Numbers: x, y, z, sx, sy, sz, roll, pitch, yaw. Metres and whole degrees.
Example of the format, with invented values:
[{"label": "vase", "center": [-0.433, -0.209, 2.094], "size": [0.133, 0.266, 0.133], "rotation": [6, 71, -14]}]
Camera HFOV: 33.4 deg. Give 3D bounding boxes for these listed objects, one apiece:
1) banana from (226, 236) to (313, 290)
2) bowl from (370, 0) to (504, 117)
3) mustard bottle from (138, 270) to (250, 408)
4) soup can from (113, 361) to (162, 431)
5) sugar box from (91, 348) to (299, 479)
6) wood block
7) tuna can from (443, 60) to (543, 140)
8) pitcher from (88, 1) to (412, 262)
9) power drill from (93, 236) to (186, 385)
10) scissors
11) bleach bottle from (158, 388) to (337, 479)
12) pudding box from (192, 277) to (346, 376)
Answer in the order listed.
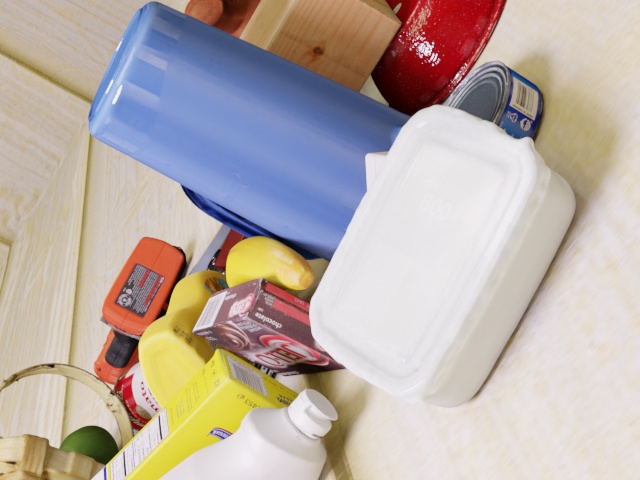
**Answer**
[{"label": "banana", "center": [-0.044, 0.027, 0.853], "size": [0.037, 0.069, 0.198], "rotation": [-52, -2, -16]}, {"label": "bowl", "center": [0.085, -0.182, 0.893], "size": [0.162, 0.055, 0.162], "rotation": [-50, 24, 31]}, {"label": "mustard bottle", "center": [-0.097, 0.079, 0.933], "size": [0.058, 0.096, 0.191], "rotation": [-25, 16, 18]}, {"label": "soup can", "center": [-0.152, 0.143, 1.034], "size": [0.102, 0.068, 0.068], "rotation": [-33, 35, 53]}, {"label": "sugar box", "center": [-0.094, 0.168, 0.785], "size": [0.176, 0.093, 0.048], "rotation": [-48, 29, 13]}, {"label": "wood block", "center": [-0.031, -0.126, 0.895], "size": [0.206, 0.090, 0.090], "rotation": [-56, 24, 20]}, {"label": "tuna can", "center": [0.112, -0.077, 0.727], "size": [0.086, 0.033, 0.086], "rotation": [-50, 24, 31]}, {"label": "pitcher", "center": [-0.048, -0.072, 0.804], "size": [0.149, 0.242, 0.145], "rotation": [-63, 18, 6]}, {"label": "power drill", "center": [-0.194, 0.063, 1.197], "size": [0.188, 0.057, 0.184], "rotation": [117, 177, -67]}, {"label": "scissors", "center": [-0.148, 0.059, 1.156], "size": [0.202, 0.016, 0.096], "rotation": [-57, 3, -1]}, {"label": "bleach bottle", "center": [-0.088, 0.195, 0.739], "size": [0.251, 0.102, 0.068], "rotation": [-47, 35, 13]}, {"label": "pudding box", "center": [-0.035, 0.069, 0.817], "size": [0.114, 0.090, 0.039], "rotation": [-17, 47, 63]}]
